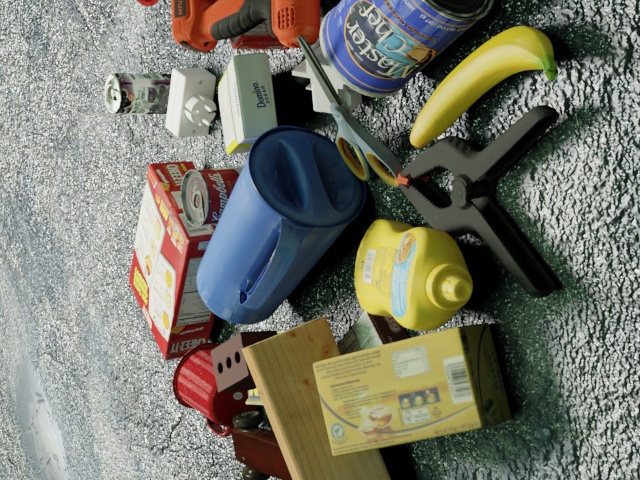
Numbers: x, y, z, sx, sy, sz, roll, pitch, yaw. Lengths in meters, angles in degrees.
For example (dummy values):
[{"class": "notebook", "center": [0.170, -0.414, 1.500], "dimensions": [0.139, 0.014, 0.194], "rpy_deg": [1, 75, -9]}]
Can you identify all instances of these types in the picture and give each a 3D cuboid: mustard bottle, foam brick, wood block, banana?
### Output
[{"class": "mustard bottle", "center": [0.091, 0.034, 1.003], "dimensions": [0.192, 0.058, 0.096], "rpy_deg": [-164, 84, -71]}, {"class": "foam brick", "center": [-0.085, 0.139, 1.231], "dimensions": [0.078, 0.051, 0.053], "rpy_deg": [-36, 62, 50]}, {"class": "wood block", "center": [-0.003, 0.194, 1.132], "dimensions": [0.091, 0.090, 0.206], "rpy_deg": [139, 109, -80]}, {"class": "banana", "center": [0.142, -0.142, 0.943], "dimensions": [0.198, 0.037, 0.069], "rpy_deg": [-27, 32, 58]}]

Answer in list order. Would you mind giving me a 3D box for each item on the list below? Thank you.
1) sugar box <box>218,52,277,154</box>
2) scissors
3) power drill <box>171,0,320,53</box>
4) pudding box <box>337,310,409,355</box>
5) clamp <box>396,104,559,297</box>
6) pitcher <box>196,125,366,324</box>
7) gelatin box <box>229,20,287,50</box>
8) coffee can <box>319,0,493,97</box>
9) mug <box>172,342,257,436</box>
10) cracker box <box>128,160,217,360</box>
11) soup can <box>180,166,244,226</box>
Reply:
[{"class": "sugar box", "center": [-0.085, -0.155, 1.232], "dimensions": [0.176, 0.048, 0.093], "rpy_deg": [176, 86, -77]}, {"class": "scissors", "center": [0.035, -0.115, 1.047], "dimensions": [0.096, 0.016, 0.201], "rpy_deg": [32, 161, 29]}, {"class": "power drill", "center": [-0.078, -0.285, 1.144], "dimensions": [0.188, 0.057, 0.184], "rpy_deg": [-7, 81, 39]}, {"class": "pudding box", "center": [0.064, 0.137, 1.123], "dimensions": [0.090, 0.039, 0.113], "rpy_deg": [-57, 48, 45]}, {"class": "clamp", "center": [0.143, -0.055, 0.972], "dimensions": [0.210, 0.036, 0.164], "rpy_deg": [28, 119, 54]}, {"class": "pitcher", "center": [-0.058, 0.001, 1.193], "dimensions": [0.145, 0.149, 0.243], "rpy_deg": [55, 142, 17]}, {"class": "gelatin box", "center": [-0.076, -0.262, 1.228], "dimensions": [0.030, 0.073, 0.089], "rpy_deg": [-39, 64, 51]}, {"class": "coffee can", "center": [0.077, -0.210, 0.985], "dimensions": [0.141, 0.102, 0.103], "rpy_deg": [-37, 65, 52]}, {"class": "mug", "center": [-0.131, 0.200, 1.377], "dimensions": [0.082, 0.093, 0.117], "rpy_deg": [23, 117, 47]}, {"class": "cracker box", "center": [-0.190, 0.026, 1.433], "dimensions": [0.164, 0.072, 0.214], "rpy_deg": [57, 143, 41]}, {"class": "soup can", "center": [-0.108, -0.054, 1.285], "dimensions": [0.069, 0.102, 0.068], "rpy_deg": [14, 107, 54]}]
